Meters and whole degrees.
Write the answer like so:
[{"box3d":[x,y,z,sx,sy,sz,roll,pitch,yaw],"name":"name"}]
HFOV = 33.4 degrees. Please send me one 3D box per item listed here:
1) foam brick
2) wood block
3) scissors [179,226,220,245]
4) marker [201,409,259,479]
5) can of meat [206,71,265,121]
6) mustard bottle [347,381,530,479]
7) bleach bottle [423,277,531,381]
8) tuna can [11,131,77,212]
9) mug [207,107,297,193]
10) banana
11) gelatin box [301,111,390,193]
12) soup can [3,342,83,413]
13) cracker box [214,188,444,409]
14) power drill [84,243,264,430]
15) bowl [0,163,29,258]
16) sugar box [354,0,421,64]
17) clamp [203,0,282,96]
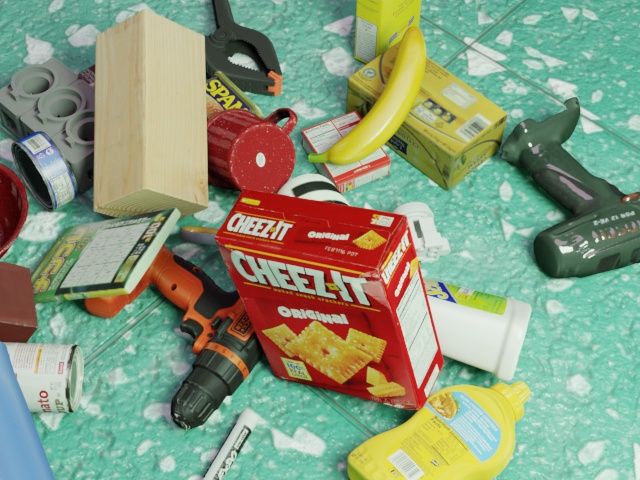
[{"box3d":[-0.324,0.067,1.077,0.051,0.053,0.078,13,45,-38],"name":"foam brick"},{"box3d":[-0.185,-0.130,1.160,0.090,0.090,0.206,-17,68,37],"name":"wood block"},{"box3d":[-0.057,0.001,1.102,0.202,0.016,0.096,8,9,35],"name":"scissors"},{"box3d":[-0.095,0.213,1.008,0.020,0.020,0.121,23,56,14],"name":"marker"},{"box3d":[-0.125,-0.137,1.242,0.083,0.057,0.102,-34,61,-20],"name":"can of meat"},{"box3d":[0.125,0.191,1.007,0.191,0.058,0.096,-32,55,-22],"name":"mustard bottle"},{"box3d":[0.082,0.066,1.079,0.251,0.068,0.102,16,16,11],"name":"bleach bottle"},{"box3d":[-0.303,-0.076,1.173,0.033,0.086,0.086,-32,61,-25],"name":"tuna can"},{"box3d":[-0.070,-0.102,1.173,0.117,0.093,0.082,-43,29,-12],"name":"mug"},{"box3d":[0.068,-0.153,1.193,0.070,0.037,0.198,37,84,22],"name":"banana"},{"box3d":[0.029,-0.102,1.237,0.073,0.030,0.089,-23,58,-16],"name":"gelatin box"},{"box3d":[-0.286,0.132,1.032,0.102,0.068,0.068,2,54,-1],"name":"soup can"},{"box3d":[0.012,0.059,0.983,0.164,0.213,0.072,10,52,26],"name":"cracker box"},{"box3d":[-0.144,0.082,1.082,0.188,0.057,0.184,28,58,16],"name":"power drill"},{"box3d":[-0.390,-0.014,1.144,0.162,0.055,0.162,1,54,-1],"name":"bowl"},{"box3d":[0.086,-0.303,1.295,0.048,0.176,0.093,32,59,20],"name":"sugar box"},{"box3d":[-0.121,-0.253,1.338,0.210,0.036,0.164,32,59,18],"name":"clamp"}]
